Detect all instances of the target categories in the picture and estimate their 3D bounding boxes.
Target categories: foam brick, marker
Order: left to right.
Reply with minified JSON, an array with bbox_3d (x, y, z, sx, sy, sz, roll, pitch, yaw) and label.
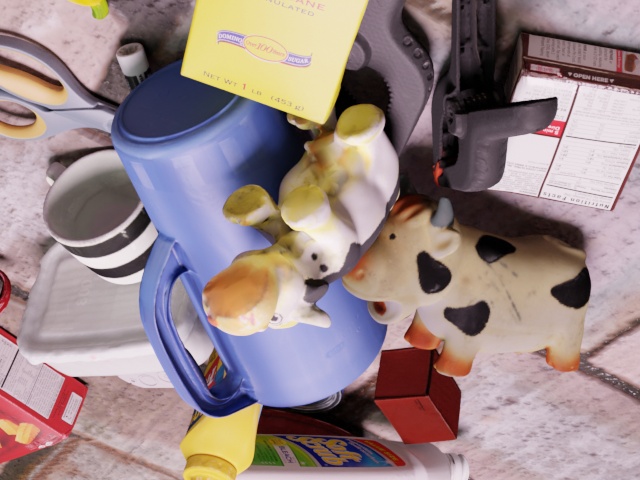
[{"bbox_3d":[-0.115,-0.081,0.746,0.020,0.020,0.121,-1,130,17],"label":"marker"},{"bbox_3d":[0.088,0.138,0.948,0.053,0.051,0.078,-9,137,24],"label":"foam brick"}]

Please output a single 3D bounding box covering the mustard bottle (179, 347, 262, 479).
[{"bbox_3d":[-0.073,0.129,0.869,0.058,0.191,0.096,22,141,-12],"label":"mustard bottle"}]

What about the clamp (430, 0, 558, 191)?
[{"bbox_3d":[0.093,-0.092,0.647,0.039,0.120,0.172,-5,162,-11],"label":"clamp"}]

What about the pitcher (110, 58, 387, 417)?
[{"bbox_3d":[-0.055,0.001,0.741,0.145,0.149,0.242,-14,130,13],"label":"pitcher"}]

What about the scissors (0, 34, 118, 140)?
[{"bbox_3d":[-0.164,-0.080,0.776,0.201,0.016,0.096,31,134,-23],"label":"scissors"}]

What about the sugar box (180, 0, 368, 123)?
[{"bbox_3d":[-0.014,-0.153,0.575,0.093,0.048,0.176,18,136,-2],"label":"sugar box"}]

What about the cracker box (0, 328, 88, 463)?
[{"bbox_3d":[-0.369,0.140,1.067,0.164,0.072,0.213,-23,128,36],"label":"cracker box"}]

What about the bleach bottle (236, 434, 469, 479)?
[{"bbox_3d":[0.014,0.209,0.960,0.250,0.103,0.068,1,104,-23],"label":"bleach bottle"}]

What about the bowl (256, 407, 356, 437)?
[{"bbox_3d":[-0.038,0.216,1.051,0.162,0.055,0.162,10,155,5],"label":"bowl"}]

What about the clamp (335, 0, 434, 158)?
[{"bbox_3d":[0.006,-0.127,0.655,0.165,0.036,0.210,2,137,15],"label":"clamp"}]

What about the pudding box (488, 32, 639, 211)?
[{"bbox_3d":[0.158,-0.072,0.679,0.090,0.039,0.113,10,144,2],"label":"pudding box"}]
